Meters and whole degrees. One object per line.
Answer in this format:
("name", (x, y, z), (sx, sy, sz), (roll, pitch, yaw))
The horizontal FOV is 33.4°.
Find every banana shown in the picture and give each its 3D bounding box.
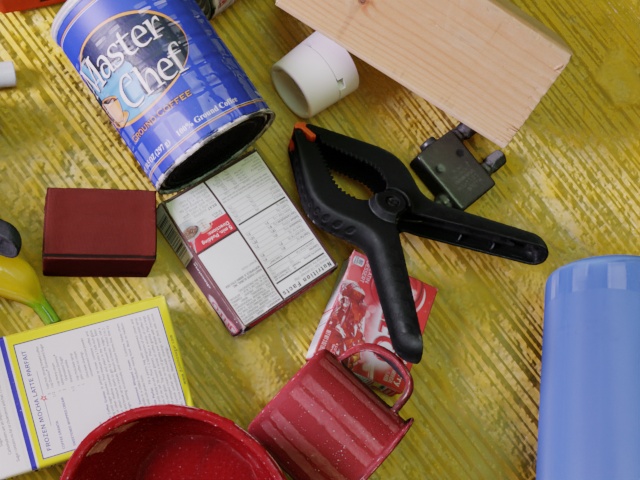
("banana", (-0.278, 0.031, 0.720), (0.197, 0.037, 0.069), (-4, 73, -16))

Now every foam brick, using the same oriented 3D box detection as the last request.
("foam brick", (-0.157, -0.005, 0.755), (0.078, 0.053, 0.051), (1, 74, -16))

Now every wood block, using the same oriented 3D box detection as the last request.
("wood block", (0.077, -0.170, 0.818), (0.206, 0.090, 0.091), (30, 110, -13))

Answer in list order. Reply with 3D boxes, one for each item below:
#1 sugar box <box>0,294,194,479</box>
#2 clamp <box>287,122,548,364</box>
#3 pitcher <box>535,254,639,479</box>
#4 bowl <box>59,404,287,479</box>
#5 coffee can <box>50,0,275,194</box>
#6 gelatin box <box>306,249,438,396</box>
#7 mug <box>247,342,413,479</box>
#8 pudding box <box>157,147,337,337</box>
("sugar box", (-0.180, 0.105, 0.721), (0.176, 0.048, 0.093), (-14, 80, -15))
("clamp", (0.047, -0.010, 0.788), (0.210, 0.036, 0.164), (37, 50, 15))
("pitcher", (0.226, 0.142, 0.784), (0.145, 0.149, 0.243), (4, 69, 2))
("bowl", (-0.086, 0.177, 0.690), (0.162, 0.055, 0.162), (1, 98, 10))
("coffee can", (-0.114, -0.119, 0.774), (0.102, 0.103, 0.140), (-33, 84, -21))
("gelatin box", (0.040, 0.062, 0.800), (0.073, 0.030, 0.089), (25, 69, -7))
("mug", (0.012, 0.121, 0.738), (0.081, 0.093, 0.117), (43, 96, 5))
("pudding box", (-0.055, 0.001, 0.789), (0.090, 0.039, 0.113), (-32, 87, -23))
